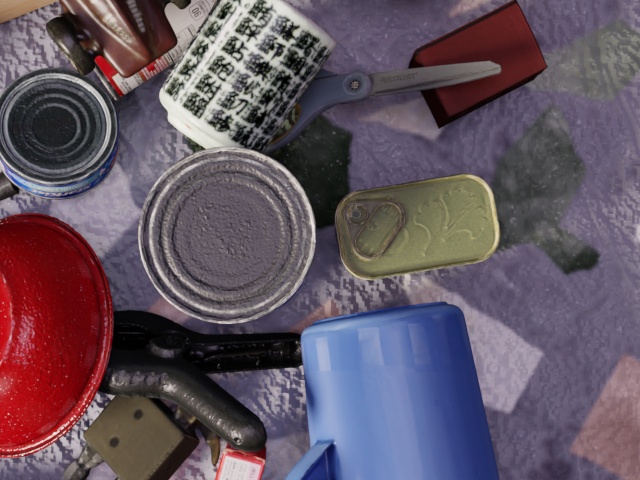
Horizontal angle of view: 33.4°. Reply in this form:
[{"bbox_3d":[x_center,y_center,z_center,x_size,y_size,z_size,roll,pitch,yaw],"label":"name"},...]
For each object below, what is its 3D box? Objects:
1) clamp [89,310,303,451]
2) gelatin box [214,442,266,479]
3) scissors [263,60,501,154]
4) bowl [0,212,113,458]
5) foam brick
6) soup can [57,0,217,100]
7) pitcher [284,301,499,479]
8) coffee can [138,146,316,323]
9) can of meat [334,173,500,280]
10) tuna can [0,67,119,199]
[{"bbox_3d":[-0.090,0.077,0.708,0.172,0.120,0.039,19,113,17],"label":"clamp"},{"bbox_3d":[-0.060,0.177,0.700,0.030,0.073,0.089,14,86,-1],"label":"gelatin box"},{"bbox_3d":[0.012,-0.118,0.719,0.202,0.016,0.096,-21,77,16],"label":"scissors"},{"bbox_3d":[-0.213,0.057,0.680,0.162,0.055,0.162,-6,78,26],"label":"bowl"},{"bbox_3d":[0.107,-0.119,0.732,0.078,0.053,0.051,-27,87,-1],"label":"foam brick"},{"bbox_3d":[-0.115,-0.151,0.722,0.102,0.068,0.068,-34,88,-3],"label":"soup can"},{"bbox_3d":[0.047,0.166,0.673,0.145,0.149,0.243,-10,83,12],"label":"pitcher"},{"bbox_3d":[-0.054,0.001,0.677,0.103,0.140,0.103,0,87,-1],"label":"coffee can"},{"bbox_3d":[0.060,-0.006,0.708,0.102,0.084,0.057,-10,87,-2],"label":"can of meat"},{"bbox_3d":[-0.179,-0.073,0.724,0.086,0.034,0.086,3,76,-10],"label":"tuna can"}]
